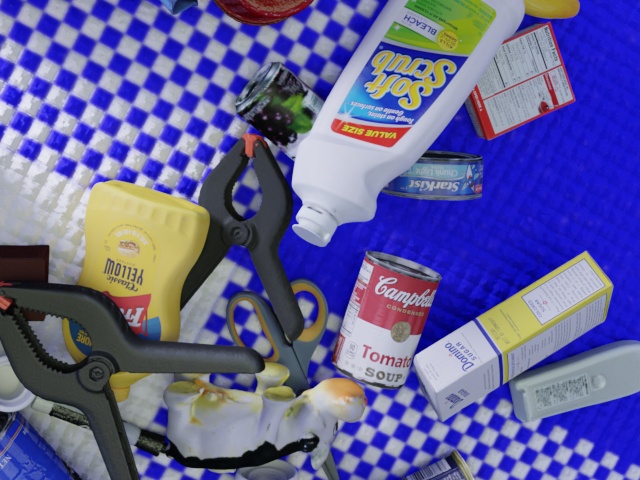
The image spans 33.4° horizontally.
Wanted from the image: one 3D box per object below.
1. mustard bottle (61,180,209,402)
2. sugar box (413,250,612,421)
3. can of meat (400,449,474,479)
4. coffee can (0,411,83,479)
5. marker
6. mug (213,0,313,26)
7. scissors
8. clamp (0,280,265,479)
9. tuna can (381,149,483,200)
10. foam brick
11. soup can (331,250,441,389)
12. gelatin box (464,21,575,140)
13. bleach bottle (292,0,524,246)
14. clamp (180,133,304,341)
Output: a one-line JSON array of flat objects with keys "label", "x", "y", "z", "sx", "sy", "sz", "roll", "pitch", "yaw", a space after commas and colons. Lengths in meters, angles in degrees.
[{"label": "mustard bottle", "x": -0.158, "y": 0.054, "z": 0.863, "sx": 0.096, "sy": 0.058, "sz": 0.192, "roll": 17, "pitch": 100, "yaw": 8}, {"label": "sugar box", "x": 0.166, "y": 0.085, "z": 0.927, "sx": 0.176, "sy": 0.093, "sz": 0.048, "roll": -28, "pitch": 64, "yaw": -4}, {"label": "can of meat", "x": 0.108, "y": 0.255, "z": 0.969, "sx": 0.084, "sy": 0.057, "sz": 0.102, "roll": -25, "pitch": 105, "yaw": -3}, {"label": "coffee can", "x": -0.240, "y": 0.219, "z": 0.862, "sx": 0.103, "sy": 0.103, "sz": 0.140, "roll": -39, "pitch": 106, "yaw": -2}, {"label": "marker", "x": -0.185, "y": 0.155, "z": 0.903, "sx": 0.121, "sy": 0.020, "sz": 0.020, "roll": 25, "pitch": 95, "yaw": -16}, {"label": "mug", "x": -0.046, "y": -0.223, "z": 0.821, "sx": 0.093, "sy": 0.081, "sz": 0.117, "roll": -28, "pitch": 106, "yaw": -5}, {"label": "scissors", "x": -0.005, "y": 0.117, "z": 0.935, "sx": 0.096, "sy": 0.016, "sz": 0.201, "roll": -36, "pitch": 106, "yaw": 0}, {"label": "clamp", "x": -0.171, "y": 0.108, "z": 0.822, "sx": 0.210, "sy": 0.036, "sz": 0.164, "roll": 31, "pitch": 96, "yaw": -8}, {"label": "tuna can", "x": 0.092, "y": -0.055, "z": 0.884, "sx": 0.086, "sy": 0.086, "sz": 0.034, "roll": 0, "pitch": 100, "yaw": -12}, {"label": "foam brick", "x": -0.255, "y": 0.033, "z": 0.846, "sx": 0.078, "sy": 0.051, "sz": 0.053, "roll": 0, "pitch": 102, "yaw": -12}, {"label": "soup can", "x": 0.055, "y": 0.067, "z": 0.912, "sx": 0.068, "sy": 0.068, "sz": 0.102, "roll": 16, "pitch": 99, "yaw": -15}, {"label": "gelatin box", "x": 0.165, "y": -0.137, "z": 0.912, "sx": 0.089, "sy": 0.030, "sz": 0.073, "roll": -25, "pitch": 104, "yaw": -6}, {"label": "bleach bottle", "x": 0.059, "y": -0.102, "z": 0.831, "sx": 0.102, "sy": 0.068, "sz": 0.250, "roll": 29, "pitch": 73, "yaw": 3}, {"label": "clamp", "x": -0.056, "y": 0.001, "z": 0.878, "sx": 0.120, "sy": 0.039, "sz": 0.171, "roll": 16, "pitch": 100, "yaw": 1}]
